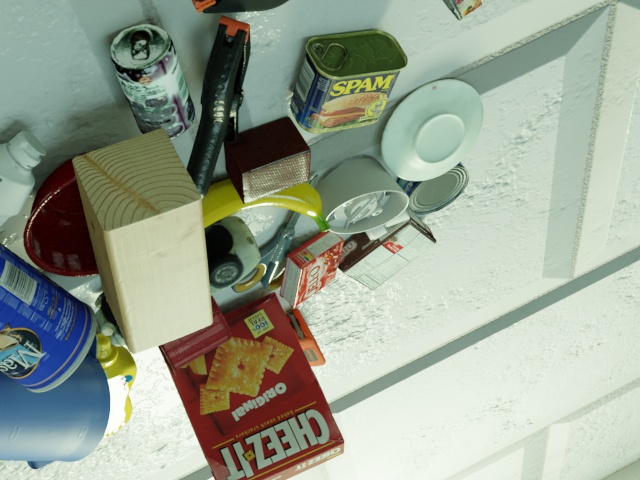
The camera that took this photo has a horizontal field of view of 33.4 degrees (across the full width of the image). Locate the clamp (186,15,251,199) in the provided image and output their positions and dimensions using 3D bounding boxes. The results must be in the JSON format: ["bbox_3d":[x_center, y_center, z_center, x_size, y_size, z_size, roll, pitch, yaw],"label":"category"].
[{"bbox_3d":[-0.090,-0.133,0.996,0.039,0.120,0.172,17,120,-4],"label":"clamp"}]

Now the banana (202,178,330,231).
[{"bbox_3d":[-0.076,-0.038,1.150,0.197,0.069,0.037,-4,175,-26],"label":"banana"}]

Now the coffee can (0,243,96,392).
[{"bbox_3d":[-0.303,0.070,1.034,0.103,0.103,0.140,-37,129,12],"label":"coffee can"}]

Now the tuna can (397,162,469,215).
[{"bbox_3d":[0.137,-0.072,1.306,0.086,0.034,0.086,-21,148,-14],"label":"tuna can"}]

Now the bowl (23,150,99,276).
[{"bbox_3d":[-0.216,-0.037,1.038,0.162,0.055,0.162,-21,148,-14],"label":"bowl"}]

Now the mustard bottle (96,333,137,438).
[{"bbox_3d":[-0.271,0.173,1.296,0.096,0.058,0.192,-15,146,-26],"label":"mustard bottle"}]

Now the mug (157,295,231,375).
[{"bbox_3d":[-0.160,0.100,1.266,0.081,0.093,0.117,-29,-179,-12],"label":"mug"}]

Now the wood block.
[{"bbox_3d":[-0.163,0.007,1.002,0.090,0.091,0.206,-20,148,-16],"label":"wood block"}]

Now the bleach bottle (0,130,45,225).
[{"bbox_3d":[-0.352,-0.012,0.954,0.251,0.068,0.102,-38,150,10],"label":"bleach bottle"}]

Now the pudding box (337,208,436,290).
[{"bbox_3d":[0.083,0.010,1.375,0.114,0.039,0.090,-36,149,14],"label":"pudding box"}]

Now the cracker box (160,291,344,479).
[{"bbox_3d":[-0.086,0.194,1.322,0.164,0.214,0.072,-23,159,-9],"label":"cracker box"}]

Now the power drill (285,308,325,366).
[{"bbox_3d":[-0.089,0.179,1.458,0.187,0.057,0.184,-28,149,-3],"label":"power drill"}]

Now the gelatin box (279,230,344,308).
[{"bbox_3d":[-0.011,0.035,1.322,0.073,0.030,0.089,-33,154,-30],"label":"gelatin box"}]

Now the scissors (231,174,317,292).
[{"bbox_3d":[-0.058,0.002,1.263,0.096,0.016,0.202,-20,148,-24],"label":"scissors"}]

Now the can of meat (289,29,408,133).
[{"bbox_3d":[0.025,-0.157,1.066,0.101,0.057,0.084,-12,148,-27],"label":"can of meat"}]

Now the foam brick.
[{"bbox_3d":[-0.055,-0.084,1.108,0.078,0.053,0.051,-21,148,-13],"label":"foam brick"}]

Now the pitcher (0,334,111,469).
[{"bbox_3d":[-0.348,0.164,1.135,0.145,0.149,0.242,-21,161,30],"label":"pitcher"}]
